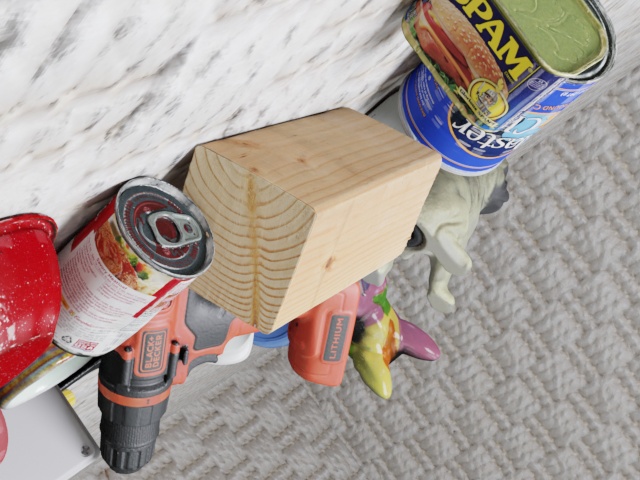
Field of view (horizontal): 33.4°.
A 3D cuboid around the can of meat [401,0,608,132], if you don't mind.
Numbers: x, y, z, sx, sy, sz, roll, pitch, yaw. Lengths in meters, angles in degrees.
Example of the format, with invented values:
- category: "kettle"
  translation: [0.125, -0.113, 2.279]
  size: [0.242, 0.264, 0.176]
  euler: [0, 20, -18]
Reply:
- category: "can of meat"
  translation: [0.105, -0.125, 0.635]
  size: [0.057, 0.102, 0.084]
  euler: [-33, 176, -32]

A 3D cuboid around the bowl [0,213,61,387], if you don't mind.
- category: "bowl"
  translation: [-0.194, 0.054, 0.561]
  size: [0.162, 0.055, 0.162]
  euler: [-35, 174, -5]

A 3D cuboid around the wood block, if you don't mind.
- category: "wood block"
  translation: [-0.005, -0.022, 0.728]
  size: [0.205, 0.090, 0.091]
  euler: [-26, 142, -60]

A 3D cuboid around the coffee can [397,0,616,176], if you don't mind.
- category: "coffee can"
  translation: [0.135, -0.125, 0.796]
  size: [0.102, 0.103, 0.141]
  euler: [-32, 173, -35]

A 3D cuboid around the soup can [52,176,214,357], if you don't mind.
- category: "soup can"
  translation: [-0.120, 0.018, 0.638]
  size: [0.102, 0.068, 0.068]
  euler: [-39, 173, 33]

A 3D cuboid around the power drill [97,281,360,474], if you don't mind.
- category: "power drill"
  translation: [-0.069, 0.081, 0.775]
  size: [0.187, 0.057, 0.184]
  euler: [-6, 123, -31]
